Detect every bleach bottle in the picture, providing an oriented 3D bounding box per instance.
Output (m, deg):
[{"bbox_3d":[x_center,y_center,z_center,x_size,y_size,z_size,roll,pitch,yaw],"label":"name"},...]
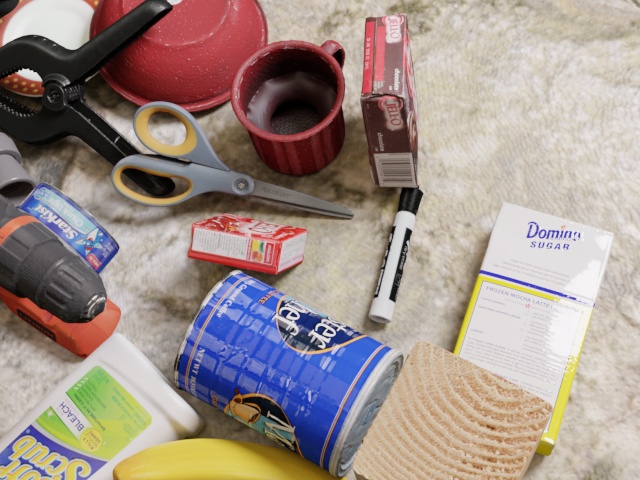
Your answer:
[{"bbox_3d":[-0.210,0.190,0.802,0.250,0.068,0.103,-45,71,-9],"label":"bleach bottle"}]

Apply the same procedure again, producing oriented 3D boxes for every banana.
[{"bbox_3d":[-0.050,0.176,0.780,0.197,0.069,0.037,16,111,-4],"label":"banana"}]

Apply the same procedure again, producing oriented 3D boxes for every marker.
[{"bbox_3d":[0.062,0.008,0.866,0.020,0.020,0.121,12,70,11],"label":"marker"}]

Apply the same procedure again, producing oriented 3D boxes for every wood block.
[{"bbox_3d":[0.085,0.151,0.705,0.090,0.206,0.090,26,73,15],"label":"wood block"}]

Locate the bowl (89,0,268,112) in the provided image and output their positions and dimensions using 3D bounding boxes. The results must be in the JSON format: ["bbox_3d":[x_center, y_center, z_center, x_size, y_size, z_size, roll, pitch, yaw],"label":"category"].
[{"bbox_3d":[-0.125,-0.195,0.937,0.162,0.055,0.162,1,67,-3],"label":"bowl"}]

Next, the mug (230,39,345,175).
[{"bbox_3d":[-0.016,-0.115,0.891,0.093,0.081,0.117,28,74,16],"label":"mug"}]

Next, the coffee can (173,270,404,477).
[{"bbox_3d":[-0.023,0.098,0.795,0.140,0.103,0.102,26,73,16],"label":"coffee can"}]

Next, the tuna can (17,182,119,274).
[{"bbox_3d":[-0.205,-0.008,0.867,0.086,0.086,0.033,34,74,18],"label":"tuna can"}]

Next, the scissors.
[{"bbox_3d":[-0.072,-0.066,0.879,0.201,0.016,0.096,1,106,1],"label":"scissors"}]

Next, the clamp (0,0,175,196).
[{"bbox_3d":[-0.214,-0.117,0.916,0.210,0.036,0.164,-1,103,19],"label":"clamp"}]

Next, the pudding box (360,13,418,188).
[{"bbox_3d":[0.057,-0.110,0.855,0.039,0.113,0.090,0,55,8],"label":"pudding box"}]

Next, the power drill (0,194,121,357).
[{"bbox_3d":[-0.212,0.026,0.800,0.184,0.187,0.057,34,74,19],"label":"power drill"}]

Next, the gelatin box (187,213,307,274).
[{"bbox_3d":[-0.056,0.001,0.846,0.073,0.089,0.030,11,99,12],"label":"gelatin box"}]

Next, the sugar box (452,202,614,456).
[{"bbox_3d":[0.157,0.065,0.819,0.093,0.048,0.176,18,67,13],"label":"sugar box"}]
